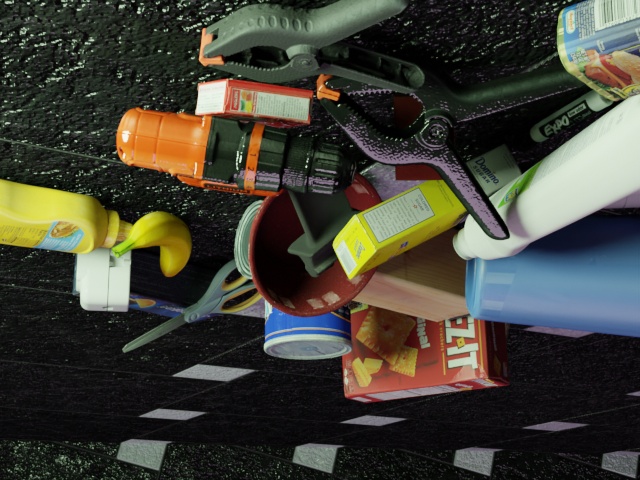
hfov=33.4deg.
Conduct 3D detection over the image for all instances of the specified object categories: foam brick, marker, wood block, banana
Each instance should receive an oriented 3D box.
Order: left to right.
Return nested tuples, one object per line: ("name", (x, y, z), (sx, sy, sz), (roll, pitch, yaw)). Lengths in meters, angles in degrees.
("banana", (-0.179, 0.002, 1.206), (0.069, 0.037, 0.197), (-33, 166, 3))
("wood block", (0.099, 0.027, 1.237), (0.205, 0.091, 0.090), (17, 154, -42))
("foam brick", (0.090, -0.091, 0.944), (0.051, 0.053, 0.078), (-2, 160, 4))
("marker", (0.214, -0.107, 0.954), (0.020, 0.020, 0.121), (9, 160, -27))

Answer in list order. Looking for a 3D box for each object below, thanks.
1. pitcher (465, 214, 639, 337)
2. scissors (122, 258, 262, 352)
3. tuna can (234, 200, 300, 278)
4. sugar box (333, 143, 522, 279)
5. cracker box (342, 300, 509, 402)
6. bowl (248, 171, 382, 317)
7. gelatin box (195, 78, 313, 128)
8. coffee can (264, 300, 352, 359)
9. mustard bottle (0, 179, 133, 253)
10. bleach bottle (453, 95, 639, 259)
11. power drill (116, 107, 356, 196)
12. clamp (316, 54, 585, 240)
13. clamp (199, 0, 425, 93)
("pitcher", (0.274, 0.023, 1.088), (0.243, 0.149, 0.145), (3, 118, 3))
("scissors", (-0.155, 0.076, 1.339), (0.201, 0.016, 0.096), (-17, 135, -29))
("tuna can", (-0.058, 0.001, 1.161), (0.033, 0.086, 0.086), (10, 158, -34))
("sugar box", (0.103, -0.027, 1.028), (0.176, 0.048, 0.093), (-24, 169, -20))
("cracker box", (0.130, 0.117, 1.394), (0.214, 0.164, 0.072), (-13, 160, 32))
("bowl", (-0.013, -0.005, 1.097), (0.161, 0.162, 0.055), (12, -170, -34))
("gelatin box", (-0.056, -0.110, 0.869), (0.073, 0.030, 0.089), (5, -178, -22))
("coffee can", (-0.015, 0.061, 1.253), (0.103, 0.140, 0.103), (-1, 162, 0))
("mustard bottle", (-0.289, -0.022, 1.121), (0.191, 0.058, 0.096), (10, 153, -28))
("bleach bottle", (0.215, -0.049, 0.939), (0.251, 0.068, 0.102), (-35, -172, 45))
("power drill", (-0.064, -0.069, 0.885), (0.184, 0.057, 0.187), (11, 180, 0))
("clamp", (0.095, -0.086, 0.874), (0.210, 0.036, 0.165), (11, 118, -6))
("clamp", (-0.002, -0.142, 0.799), (0.172, 0.039, 0.120), (-2, 149, 20))
